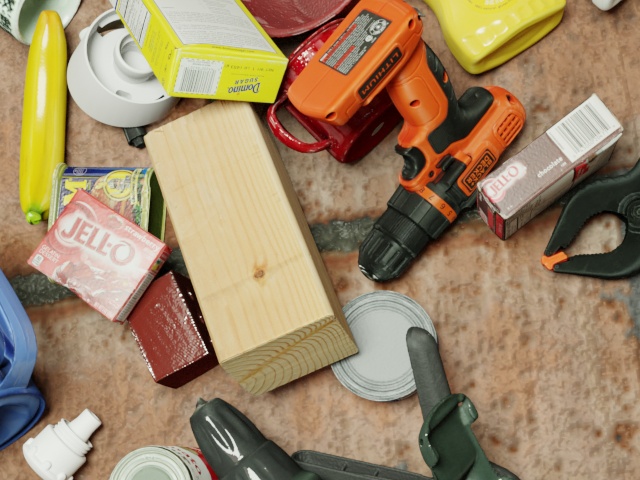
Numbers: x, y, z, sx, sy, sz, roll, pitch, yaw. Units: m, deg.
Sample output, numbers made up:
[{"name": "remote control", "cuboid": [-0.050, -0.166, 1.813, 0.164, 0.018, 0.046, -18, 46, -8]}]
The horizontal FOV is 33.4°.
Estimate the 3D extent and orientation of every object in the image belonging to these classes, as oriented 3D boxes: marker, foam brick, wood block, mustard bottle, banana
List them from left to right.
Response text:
[{"name": "banana", "cuboid": [-0.236, -0.097, 0.916, 0.037, 0.070, 0.198, 6, 71, -24]}, {"name": "marker", "cuboid": [-0.180, -0.134, 0.935, 0.020, 0.020, 0.121, -28, 75, 4]}, {"name": "foam brick", "cuboid": [-0.119, 0.073, 0.863, 0.051, 0.053, 0.078, -28, 75, 4]}, {"name": "wood block", "cuboid": [-0.056, 0.001, 0.826, 0.091, 0.090, 0.206, -24, 63, 4]}, {"name": "mustard bottle", "cuboid": [0.110, -0.236, 0.880, 0.096, 0.058, 0.192, -33, 74, -3]}]

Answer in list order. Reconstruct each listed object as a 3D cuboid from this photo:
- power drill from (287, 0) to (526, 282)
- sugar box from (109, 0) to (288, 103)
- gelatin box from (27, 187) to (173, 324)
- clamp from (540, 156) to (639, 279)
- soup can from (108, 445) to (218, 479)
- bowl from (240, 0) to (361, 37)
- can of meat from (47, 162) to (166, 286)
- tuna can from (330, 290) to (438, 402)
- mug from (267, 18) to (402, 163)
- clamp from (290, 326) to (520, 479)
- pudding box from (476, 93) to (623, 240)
[{"name": "power drill", "cuboid": [0.057, -0.075, 0.797, 0.184, 0.187, 0.057, -52, 46, -4]}, {"name": "sugar box", "cuboid": [-0.104, -0.173, 0.850, 0.176, 0.093, 0.048, 54, 134, 45]}, {"name": "gelatin box", "cuboid": [-0.174, 0.012, 0.840, 0.089, 0.030, 0.073, 33, 85, 11]}, {"name": "clamp", "cuboid": [0.253, -0.015, 0.817, 0.171, 0.039, 0.120, -39, 73, 9]}, {"name": "soup can", "cuboid": [-0.114, 0.191, 0.812, 0.068, 0.102, 0.068, -2, 78, 11]}, {"name": "bowl", "cuboid": [-0.002, -0.235, 0.888, 0.162, 0.055, 0.162, -11, 71, 32]}, {"name": "can of meat", "cuboid": [-0.177, -0.012, 0.891, 0.084, 0.057, 0.102, 1, 79, 8]}, {"name": "tuna can", "cuboid": [0.050, 0.084, 0.838, 0.086, 0.033, 0.086, -2, 78, 11]}, {"name": "mug", "cuboid": [0.010, -0.110, 0.852, 0.117, 0.093, 0.081, -37, 77, -30]}, {"name": "clamp", "cuboid": [0.084, 0.187, 0.795, 0.210, 0.036, 0.165, 50, 119, 5]}, {"name": "pudding box", "cuboid": [0.172, -0.053, 0.814, 0.113, 0.090, 0.039, -36, 77, 1]}]
